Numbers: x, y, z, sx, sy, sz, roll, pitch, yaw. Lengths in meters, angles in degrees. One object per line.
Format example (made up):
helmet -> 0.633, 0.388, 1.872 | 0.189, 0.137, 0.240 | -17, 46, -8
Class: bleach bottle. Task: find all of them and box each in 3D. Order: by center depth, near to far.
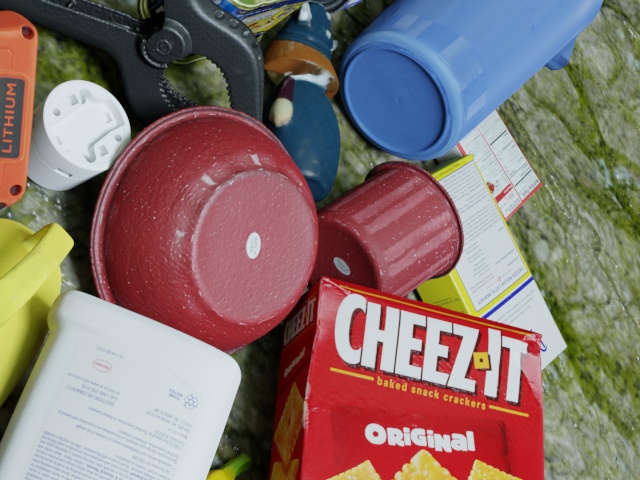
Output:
bleach bottle -> -0.125, 0.154, 0.478 | 0.102, 0.068, 0.250 | 22, 68, 0

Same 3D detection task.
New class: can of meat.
can of meat -> -0.058, -0.168, 0.723 | 0.101, 0.084, 0.057 | -26, 91, -43

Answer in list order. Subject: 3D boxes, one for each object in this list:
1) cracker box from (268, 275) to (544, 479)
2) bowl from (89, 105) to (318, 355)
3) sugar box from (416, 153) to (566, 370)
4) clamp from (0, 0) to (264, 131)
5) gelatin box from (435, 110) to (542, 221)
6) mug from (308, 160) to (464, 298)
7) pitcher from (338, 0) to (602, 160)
cracker box -> 0.054, 0.144, 0.653 | 0.164, 0.072, 0.213 | 15, 61, -17
bowl -> -0.054, 0.001, 0.640 | 0.161, 0.055, 0.162 | -8, 103, -40
sugar box -> 0.118, 0.029, 0.826 | 0.093, 0.048, 0.176 | -30, 97, -43
clamp -> -0.108, -0.126, 0.660 | 0.036, 0.165, 0.210 | -93, 159, -55
gelatin box -> 0.137, -0.062, 0.888 | 0.073, 0.030, 0.089 | -40, 100, -44
mug -> 0.039, 0.012, 0.744 | 0.081, 0.093, 0.117 | -32, 132, -38
pitcher -> 0.115, -0.176, 0.846 | 0.149, 0.145, 0.242 | 34, 50, 14
